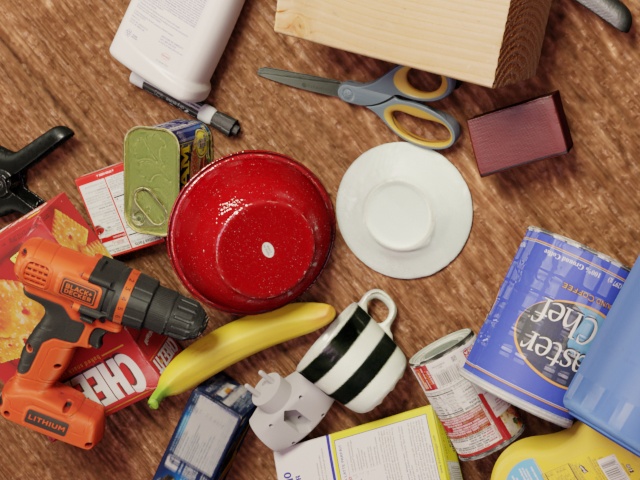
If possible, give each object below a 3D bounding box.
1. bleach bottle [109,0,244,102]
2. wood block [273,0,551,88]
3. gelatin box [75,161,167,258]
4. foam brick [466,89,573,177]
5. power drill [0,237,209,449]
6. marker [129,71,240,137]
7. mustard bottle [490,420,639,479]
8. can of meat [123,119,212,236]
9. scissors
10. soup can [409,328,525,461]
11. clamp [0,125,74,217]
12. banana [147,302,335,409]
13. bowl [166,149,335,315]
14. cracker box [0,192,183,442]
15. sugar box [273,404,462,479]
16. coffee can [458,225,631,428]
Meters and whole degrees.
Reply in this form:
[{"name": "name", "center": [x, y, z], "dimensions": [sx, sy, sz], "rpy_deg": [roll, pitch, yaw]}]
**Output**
[{"name": "bleach bottle", "center": [-0.095, -0.257, 0.965], "dimensions": [0.102, 0.068, 0.251], "rpy_deg": [34, 109, 9]}, {"name": "wood block", "center": [0.075, -0.196, 0.877], "dimensions": [0.206, 0.090, 0.091], "rpy_deg": [20, 114, 28]}, {"name": "gelatin box", "center": [-0.195, -0.033, 1.071], "dimensions": [0.073, 0.030, 0.089], "rpy_deg": [-16, 100, 22]}, {"name": "foam brick", "center": [0.171, -0.092, 0.915], "dimensions": [0.078, 0.053, 0.051], "rpy_deg": [-16, 98, 21]}, {"name": "power drill", "center": [-0.215, 0.103, 1.011], "dimensions": [0.184, 0.057, 0.188], "rpy_deg": [22, 112, -2]}, {"name": "marker", "center": [-0.129, -0.133, 1.030], "dimensions": [0.121, 0.020, 0.020], "rpy_deg": [29, 111, 11]}, {"name": "mustard bottle", "center": [0.209, 0.214, 0.936], "dimensions": [0.192, 0.058, 0.096], "rpy_deg": [-32, 95, 27]}, {"name": "can of meat", "center": [-0.143, -0.063, 1.016], "dimensions": [0.057, 0.083, 0.102], "rpy_deg": [7, 105, 18]}, {"name": "scissors", "center": [0.038, -0.146, 0.956], "dimensions": [0.202, 0.016, 0.096], "rpy_deg": [28, 132, 12]}, {"name": "soup can", "center": [0.133, 0.141, 0.977], "dimensions": [0.069, 0.068, 0.102], "rpy_deg": [-28, 92, 23]}, {"name": "clamp", "center": [-0.316, -0.051, 1.106], "dimensions": [0.172, 0.039, 0.120], "rpy_deg": [-4, 97, 27]}, {"name": "banana", "center": [-0.078, 0.105, 1.038], "dimensions": [0.198, 0.070, 0.037], "rpy_deg": [-29, 121, -2]}, {"name": "bowl", "center": [-0.056, 0.001, 0.974], "dimensions": [0.162, 0.055, 0.162], "rpy_deg": [-5, 108, -15]}, {"name": "cracker box", "center": [-0.267, 0.083, 1.081], "dimensions": [0.164, 0.072, 0.213], "rpy_deg": [-27, 106, 24]}, {"name": "sugar box", "center": [0.045, 0.226, 1.026], "dimensions": [0.176, 0.048, 0.093], "rpy_deg": [-21, 67, 25]}, {"name": "coffee can", "center": [0.192, 0.072, 0.899], "dimensions": [0.103, 0.102, 0.140], "rpy_deg": [25, 91, 12]}]
